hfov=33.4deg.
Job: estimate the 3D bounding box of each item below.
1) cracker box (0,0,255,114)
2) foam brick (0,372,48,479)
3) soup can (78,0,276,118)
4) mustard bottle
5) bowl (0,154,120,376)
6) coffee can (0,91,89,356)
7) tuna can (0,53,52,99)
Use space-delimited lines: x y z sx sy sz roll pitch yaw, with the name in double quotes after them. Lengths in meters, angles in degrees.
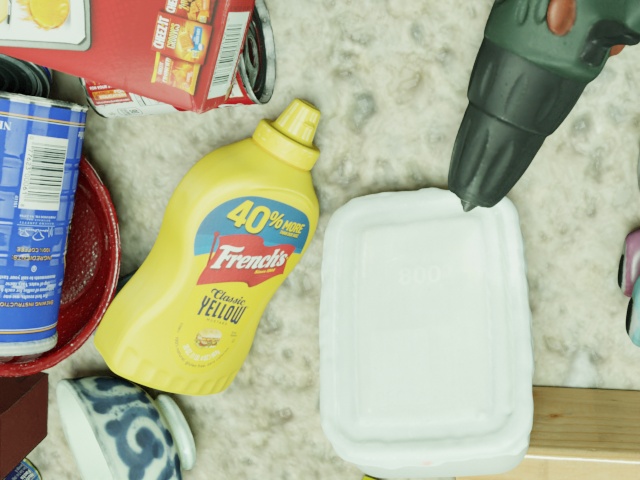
-0.131 -0.176 0.549 0.214 0.072 0.164 18 106 7 "cracker box"
-0.225 0.124 0.728 0.053 0.078 0.051 9 107 10 "foam brick"
-0.084 -0.109 0.630 0.102 0.068 0.068 -4 105 14 "soup can"
-0.054 0.001 0.645 0.096 0.058 0.192 19 106 -41 "mustard bottle"
-0.193 0.004 0.686 0.162 0.055 0.162 1 93 14 "bowl"
-0.192 -0.015 0.602 0.103 0.102 0.140 10 95 10 "coffee can"
-0.206 -0.108 0.649 0.086 0.086 0.034 -11 63 16 "tuna can"
